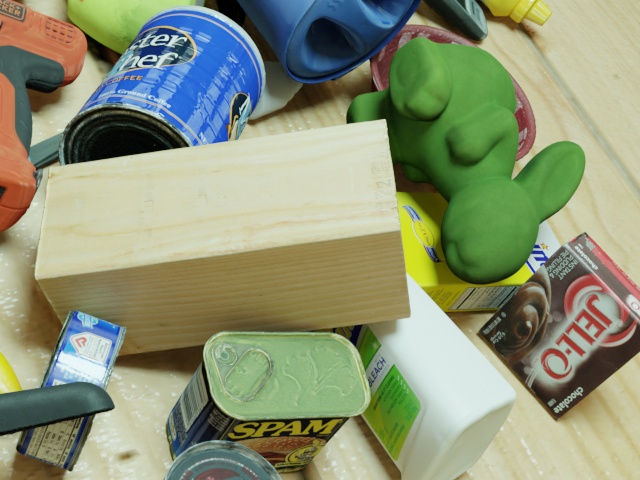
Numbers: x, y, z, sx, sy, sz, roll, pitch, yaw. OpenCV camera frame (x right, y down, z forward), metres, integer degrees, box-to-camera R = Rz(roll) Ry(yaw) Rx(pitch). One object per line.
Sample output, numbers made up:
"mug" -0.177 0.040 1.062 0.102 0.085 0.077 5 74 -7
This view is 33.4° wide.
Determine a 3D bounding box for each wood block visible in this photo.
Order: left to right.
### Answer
"wood block" -0.054 0.000 0.647 0.206 0.091 0.090 -8 51 5

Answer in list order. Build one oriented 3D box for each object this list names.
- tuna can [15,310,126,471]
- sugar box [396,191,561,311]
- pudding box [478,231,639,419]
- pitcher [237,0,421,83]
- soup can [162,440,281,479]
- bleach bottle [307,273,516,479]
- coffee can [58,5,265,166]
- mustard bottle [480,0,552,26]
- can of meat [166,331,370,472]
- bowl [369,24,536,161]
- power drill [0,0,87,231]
"tuna can" -0.140 0.083 0.599 0.033 0.086 0.086 21 46 -10
"sugar box" 0.109 0.008 0.832 0.175 0.048 0.093 -3 54 -30
"pudding box" 0.184 0.063 0.780 0.039 0.114 0.090 -26 69 -45
"pitcher" -0.036 -0.246 0.851 0.144 0.149 0.243 -8 55 -52
"soup can" -0.066 0.159 0.564 0.068 0.102 0.068 16 47 -18
"bleach bottle" 0.021 0.045 0.728 0.067 0.103 0.251 -21 58 -33
"coffee can" -0.106 -0.086 0.741 0.102 0.103 0.140 28 40 -6
"mustard bottle" 0.157 -0.285 1.094 0.191 0.058 0.096 39 20 3
"can of meat" -0.034 0.101 0.645 0.101 0.084 0.057 3 53 -28
"bowl" 0.104 -0.111 0.923 0.162 0.055 0.162 16 47 -18
"power drill" -0.245 -0.103 0.686 0.184 0.057 0.187 16 46 -24
